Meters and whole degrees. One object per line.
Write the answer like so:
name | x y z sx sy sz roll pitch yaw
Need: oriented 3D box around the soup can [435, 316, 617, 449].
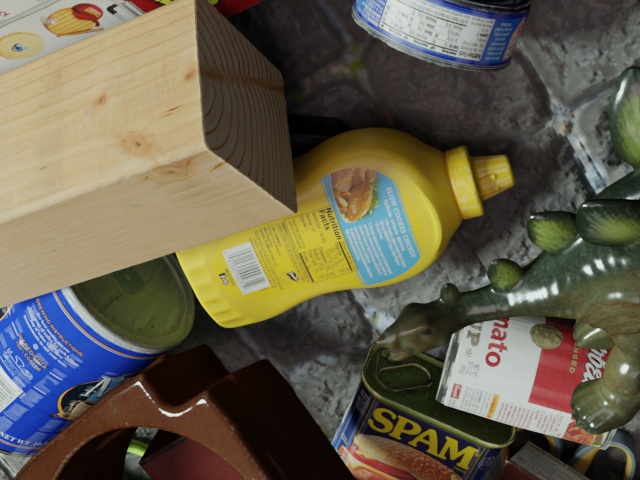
soup can | 0.126 0.077 0.633 0.102 0.068 0.068 15 120 8

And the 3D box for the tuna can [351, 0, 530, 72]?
tuna can | 0.061 -0.119 0.537 0.086 0.086 0.034 20 119 4

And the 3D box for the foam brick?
foam brick | -0.074 0.139 0.729 0.078 0.053 0.051 -34 105 28

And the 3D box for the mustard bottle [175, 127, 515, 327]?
mustard bottle | 0.016 -0.014 0.610 0.192 0.058 0.096 -15 122 11

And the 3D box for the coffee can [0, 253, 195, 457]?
coffee can | -0.163 0.061 0.682 0.102 0.102 0.140 44 119 -10

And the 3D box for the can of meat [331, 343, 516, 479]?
can of meat | 0.062 0.125 0.683 0.102 0.057 0.084 23 124 3

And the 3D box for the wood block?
wood block | -0.127 -0.039 0.564 0.206 0.090 0.090 -17 153 22
